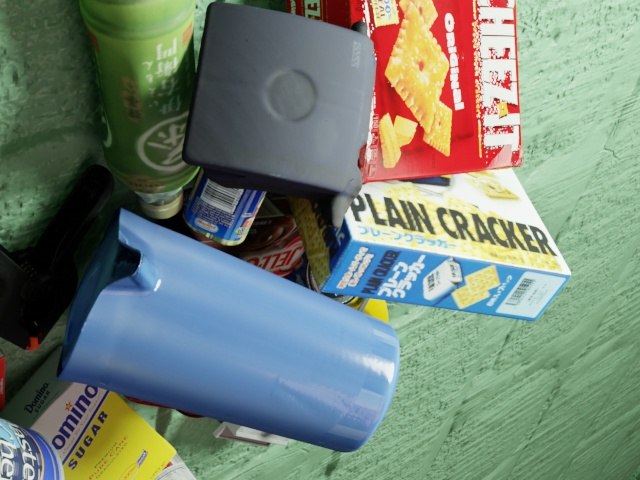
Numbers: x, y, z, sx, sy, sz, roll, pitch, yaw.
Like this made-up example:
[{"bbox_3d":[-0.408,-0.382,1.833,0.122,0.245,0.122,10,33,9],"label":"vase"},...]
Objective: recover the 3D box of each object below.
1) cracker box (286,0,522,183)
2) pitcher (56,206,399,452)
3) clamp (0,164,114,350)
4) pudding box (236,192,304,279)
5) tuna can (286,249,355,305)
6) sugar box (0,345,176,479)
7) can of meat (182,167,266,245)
[{"bbox_3d":[0.072,-0.129,0.823,0.213,0.072,0.164,-9,99,-46],"label":"cracker box"},{"bbox_3d":[-0.071,0.080,0.819,0.242,0.149,0.145,21,106,-15],"label":"pitcher"},{"bbox_3d":[-0.217,0.023,0.772,0.120,0.039,0.172,-14,141,-41],"label":"clamp"},{"bbox_3d":[-0.056,0.001,0.953,0.113,0.039,0.090,-5,134,-50],"label":"pudding box"},{"bbox_3d":[0.008,0.022,1.029,0.085,0.034,0.086,-11,107,-39],"label":"tuna can"},{"bbox_3d":[-0.205,0.177,0.942,0.093,0.048,0.176,-50,145,-16],"label":"sugar box"},{"bbox_3d":[-0.062,-0.058,0.809,0.102,0.057,0.084,-77,-167,-54],"label":"can of meat"}]
